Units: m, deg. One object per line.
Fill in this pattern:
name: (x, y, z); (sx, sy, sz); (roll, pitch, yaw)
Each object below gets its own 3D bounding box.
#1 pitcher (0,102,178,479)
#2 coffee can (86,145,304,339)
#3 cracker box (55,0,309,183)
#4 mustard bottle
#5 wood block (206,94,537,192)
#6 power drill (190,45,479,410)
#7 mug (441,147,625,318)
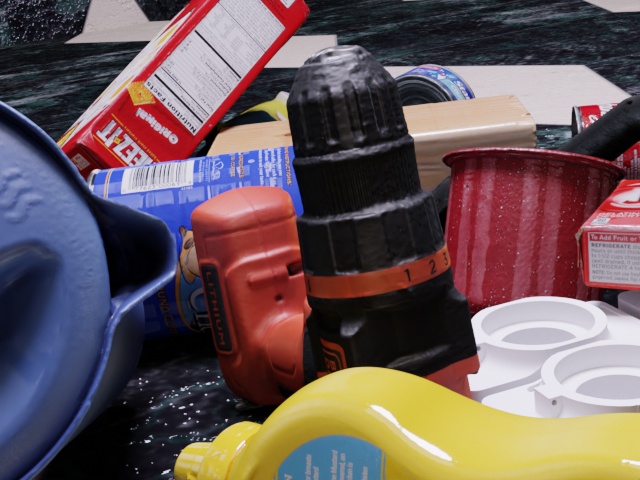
pitcher: (-0.143, 0.031, 0.415); (0.149, 0.145, 0.243); (31, -8, 0)
coffee can: (-0.054, 0.001, 0.614); (0.140, 0.103, 0.103); (-7, 18, 0)
cracker box: (-0.119, -0.099, 0.791); (0.164, 0.072, 0.213); (-21, 30, 56)
mustard bottle: (0.031, 0.088, 0.319); (0.192, 0.096, 0.058); (6, 22, 36)
wood block: (0.036, -0.036, 0.714); (0.206, 0.090, 0.091); (-6, 19, 4)
power drill: (-0.003, 0.018, 0.442); (0.057, 0.184, 0.188); (-13, 9, -18)
mug: (0.110, 0.003, 0.556); (0.093, 0.081, 0.117); (4, -5, 26)
